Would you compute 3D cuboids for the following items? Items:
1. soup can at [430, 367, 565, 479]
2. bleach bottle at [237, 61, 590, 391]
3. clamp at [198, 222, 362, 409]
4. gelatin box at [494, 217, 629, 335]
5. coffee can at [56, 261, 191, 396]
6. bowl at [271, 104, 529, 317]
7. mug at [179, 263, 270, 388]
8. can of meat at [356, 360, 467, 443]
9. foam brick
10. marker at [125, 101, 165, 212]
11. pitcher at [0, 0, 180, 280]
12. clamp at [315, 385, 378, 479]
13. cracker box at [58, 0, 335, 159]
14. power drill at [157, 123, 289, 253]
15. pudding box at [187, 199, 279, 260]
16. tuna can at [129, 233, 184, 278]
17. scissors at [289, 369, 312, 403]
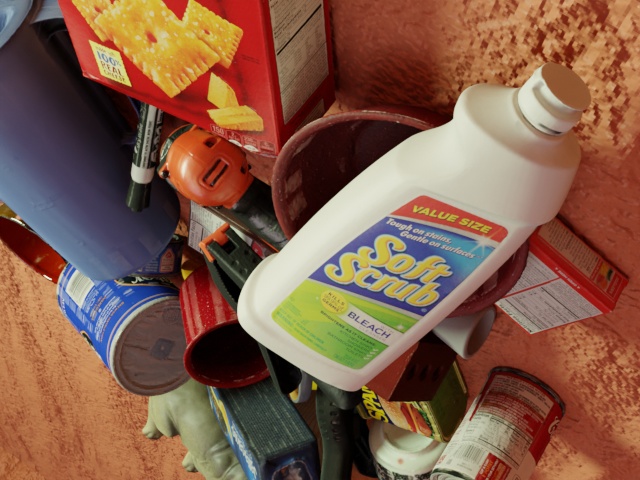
[{"bbox_3d":[0.138,0.160,0.834,0.068,0.102,0.068,28,153,16],"label":"soup can"},{"bbox_3d":[0.051,-0.010,0.585,0.102,0.068,0.251,33,136,-7],"label":"bleach bottle"},{"bbox_3d":[-0.042,0.065,0.851,0.171,0.039,0.120,56,150,-6],"label":"clamp"},{"bbox_3d":[0.140,0.022,0.686,0.073,0.030,0.089,40,154,-10],"label":"gelatin box"},{"bbox_3d":[-0.183,0.073,1.038,0.140,0.102,0.102,36,162,48],"label":"coffee can"},{"bbox_3d":[0.054,-0.027,0.654,0.162,0.055,0.162,16,137,15],"label":"bowl"},{"bbox_3d":[-0.074,0.077,0.953,0.117,0.093,0.081,48,-162,-44],"label":"mug"},{"bbox_3d":[0.072,0.120,0.905,0.084,0.057,0.102,14,147,33],"label":"can of meat"},{"bbox_3d":[0.061,0.087,0.811,0.051,0.053,0.078,34,-169,30],"label":"foam brick"},{"bbox_3d":[-0.130,-0.074,0.803,0.020,0.020,0.121,27,123,19],"label":"marker"},{"bbox_3d":[-0.205,-0.081,0.844,0.149,0.145,0.242,28,160,46],"label":"pitcher"},{"bbox_3d":[0.025,0.165,0.971,0.036,0.164,0.210,1,102,17],"label":"clamp"},{"bbox_3d":[-0.082,-0.158,0.609,0.164,0.072,0.214,25,152,20],"label":"cracker box"},{"bbox_3d":[-0.035,-0.016,0.770,0.187,0.057,0.184,36,-179,-15],"label":"power drill"},{"bbox_3d":[-0.056,0.001,0.882,0.113,0.039,0.090,34,155,9],"label":"pudding box"},{"bbox_3d":[-0.170,0.010,0.986,0.086,0.034,0.086,8,-172,-1],"label":"tuna can"},{"bbox_3d":[-0.012,0.072,0.915,0.016,0.096,0.202,-4,147,-12],"label":"scissors"}]
